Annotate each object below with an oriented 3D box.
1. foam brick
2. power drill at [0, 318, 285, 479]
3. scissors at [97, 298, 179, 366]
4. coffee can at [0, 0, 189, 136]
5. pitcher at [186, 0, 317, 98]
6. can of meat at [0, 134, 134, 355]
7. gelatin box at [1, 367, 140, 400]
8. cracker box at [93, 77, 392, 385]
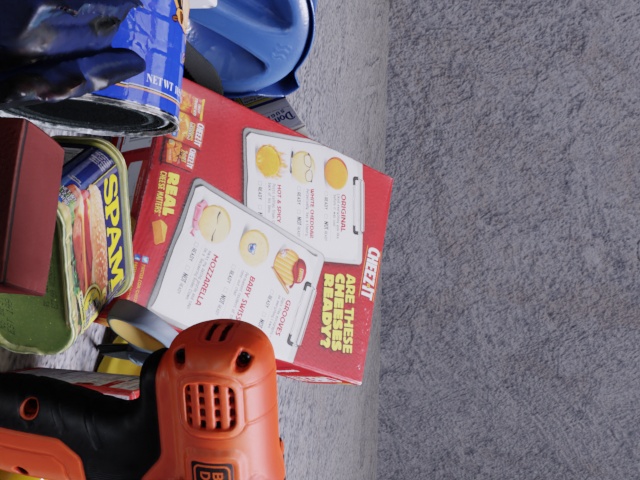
[{"bbox_3d":[-0.160,-0.016,0.510,0.051,0.053,0.078,47,48,-78],"label":"foam brick"},{"bbox_3d":[-0.105,0.119,0.481,0.057,0.188,0.184,-67,157,-69],"label":"power drill"},{"bbox_3d":[-0.118,0.059,0.650,0.096,0.202,0.016,45,67,-34],"label":"scissors"},{"bbox_3d":[-0.119,-0.133,0.561,0.102,0.103,0.140,33,62,-80],"label":"coffee can"},{"bbox_3d":[-0.064,-0.238,0.857,0.242,0.145,0.149,-81,-177,-51],"label":"pitcher"},{"bbox_3d":[-0.147,0.002,0.594,0.084,0.057,0.102,-63,156,-64],"label":"can of meat"},{"bbox_3d":[-0.134,0.092,0.602,0.073,0.089,0.030,15,80,-81],"label":"gelatin box"},{"bbox_3d":[-0.055,0.001,0.754,0.213,0.072,0.164,22,72,-39],"label":"cracker box"}]
